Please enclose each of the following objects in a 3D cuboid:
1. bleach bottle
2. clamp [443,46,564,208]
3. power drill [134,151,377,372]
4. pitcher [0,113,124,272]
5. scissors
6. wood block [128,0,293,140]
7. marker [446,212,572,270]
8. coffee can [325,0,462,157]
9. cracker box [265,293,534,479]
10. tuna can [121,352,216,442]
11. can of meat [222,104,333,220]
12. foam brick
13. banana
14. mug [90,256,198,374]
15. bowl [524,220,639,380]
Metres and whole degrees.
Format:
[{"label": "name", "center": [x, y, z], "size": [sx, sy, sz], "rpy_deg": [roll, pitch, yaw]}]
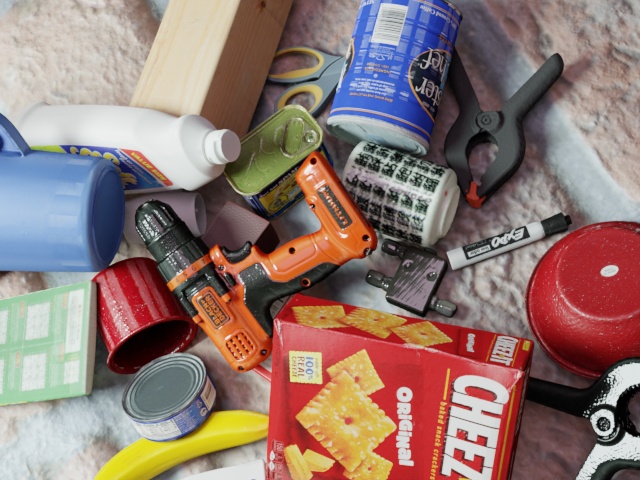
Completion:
[{"label": "bleach bottle", "center": [-0.186, -0.092, 1.035], "size": [0.251, 0.102, 0.068], "rpy_deg": [0, 46, 36]}, {"label": "clamp", "center": [0.158, -0.120, 1.052], "size": [0.120, 0.039, 0.171], "rpy_deg": [16, 76, 26]}, {"label": "power drill", "center": [-0.056, 0.001, 0.980], "size": [0.188, 0.057, 0.184], "rpy_deg": [-36, 91, 8]}, {"label": "pitcher", "center": [-0.314, -0.041, 0.999], "size": [0.243, 0.149, 0.145], "rpy_deg": [4, 67, 8]}, {"label": "scissors", "center": [0.033, -0.167, 1.105], "size": [0.202, 0.016, 0.096], "rpy_deg": [1, 74, 12]}, {"label": "wood block", "center": [-0.108, -0.196, 1.096], "size": [0.090, 0.090, 0.206], "rpy_deg": [10, 73, 30]}, {"label": "marker", "center": [0.180, 0.000, 1.016], "size": [0.121, 0.020, 0.020], "rpy_deg": [-19, 69, 5]}, {"label": "coffee can", "center": [0.072, -0.163, 1.040], "size": [0.103, 0.102, 0.140], "rpy_deg": [13, 82, 15]}, {"label": "cracker box", "center": [0.063, 0.149, 0.920], "size": [0.214, 0.072, 0.164], "rpy_deg": [11, 112, 15]}, {"label": "tuna can", "center": [-0.142, 0.148, 1.005], "size": [0.086, 0.033, 0.086], "rpy_deg": [-16, 35, 11]}, {"label": "can of meat", "center": [-0.039, -0.074, 1.052], "size": [0.102, 0.084, 0.057], "rpy_deg": [-37, 68, -2]}, {"label": "foam brick", "center": [-0.085, 0.010, 1.052], "size": [0.053, 0.051, 0.078], "rpy_deg": [31, 80, 20]}, {"label": "banana", "center": [-0.136, 0.201, 0.996], "size": [0.197, 0.037, 0.070], "rpy_deg": [-27, 37, -6]}, {"label": "mug", "center": [-0.166, 0.065, 1.034], "size": [0.117, 0.093, 0.081], "rpy_deg": [-25, 63, -13]}, {"label": "bowl", "center": [0.259, 0.041, 0.949], "size": [0.162, 0.055, 0.162], "rpy_deg": [-9, 59, 16]}]
